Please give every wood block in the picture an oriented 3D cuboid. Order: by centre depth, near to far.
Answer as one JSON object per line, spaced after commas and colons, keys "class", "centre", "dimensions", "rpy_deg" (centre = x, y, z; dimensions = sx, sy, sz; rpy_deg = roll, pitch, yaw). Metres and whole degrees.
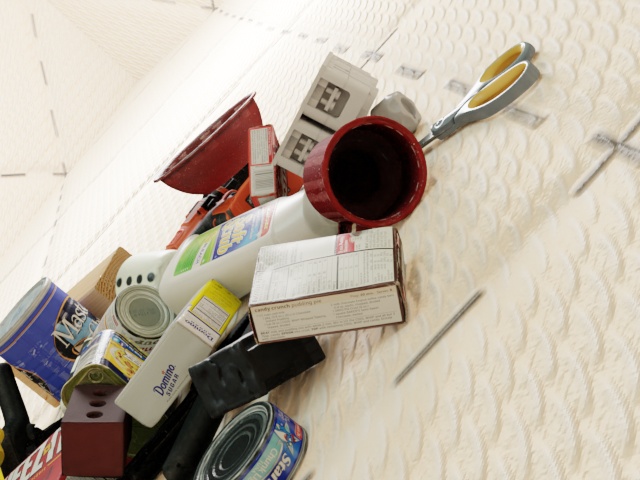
{"class": "wood block", "centre": [-0.290, 0.110, 1.330], "dimensions": [0.206, 0.090, 0.090], "rpy_deg": [-37, 20, 33]}

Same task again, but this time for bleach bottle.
{"class": "bleach bottle", "centre": [-0.057, 0.001, 1.056], "dimensions": [0.251, 0.068, 0.102], "rpy_deg": [-28, 26, 42]}

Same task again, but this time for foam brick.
{"class": "foam brick", "centre": [-0.191, 0.163, 0.916], "dimensions": [0.078, 0.053, 0.051], "rpy_deg": [-106, 19, -73]}

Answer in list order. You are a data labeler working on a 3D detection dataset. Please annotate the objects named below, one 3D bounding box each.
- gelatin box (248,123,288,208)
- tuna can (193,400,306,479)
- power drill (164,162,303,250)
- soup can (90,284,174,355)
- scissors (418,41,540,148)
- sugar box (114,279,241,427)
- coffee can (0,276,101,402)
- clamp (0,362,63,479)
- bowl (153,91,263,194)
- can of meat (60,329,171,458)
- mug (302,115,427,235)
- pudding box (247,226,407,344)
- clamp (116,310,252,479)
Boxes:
{"class": "gelatin box", "centre": [-0.053, -0.065, 1.117], "dimensions": [0.030, 0.073, 0.089], "rpy_deg": [-8, 59, 7]}
{"class": "tuna can", "centre": [-0.051, 0.156, 0.753], "dimensions": [0.086, 0.033, 0.086], "rpy_deg": [-43, 18, 17]}
{"class": "power drill", "centre": [-0.091, -0.049, 1.258], "dimensions": [0.188, 0.057, 0.184], "rpy_deg": [-22, 30, 58]}
{"class": "soup can", "centre": [-0.205, 0.100, 1.146], "dimensions": [0.102, 0.068, 0.068], "rpy_deg": [-50, 11, 44]}
{"class": "scissors", "centre": [0.121, -0.116, 0.955], "dimensions": [0.202, 0.016, 0.096], "rpy_deg": [-28, 24, 47]}
{"class": "sugar box", "centre": [-0.124, 0.098, 0.964], "dimensions": [0.093, 0.048, 0.176], "rpy_deg": [-52, 5, 11]}
{"class": "coffee can", "centre": [-0.291, 0.124, 1.216], "dimensions": [0.103, 0.140, 0.103], "rpy_deg": [-43, 18, 17]}
{"class": "clamp", "centre": [-0.328, 0.211, 1.173], "dimensions": [0.039, 0.120, 0.171], "rpy_deg": [-38, 23, 9]}
{"class": "bowl", "centre": [-0.120, -0.104, 1.259], "dimensions": [0.162, 0.055, 0.162], "rpy_deg": [-39, 13, 10]}
{"class": "can of meat", "centre": [-0.185, 0.140, 0.998], "dimensions": [0.057, 0.102, 0.084], "rpy_deg": [-43, 16, 14]}
{"class": "mug", "centre": [0.033, -0.044, 0.916], "dimensions": [0.082, 0.093, 0.117], "rpy_deg": [177, 96, -73]}
{"class": "pudding box", "centre": [0.006, 0.032, 0.789], "dimensions": [0.113, 0.039, 0.090], "rpy_deg": [-11, 28, 9]}
{"class": "clamp", "centre": [-0.087, 0.127, 0.888], "dimensions": [0.209, 0.036, 0.165], "rpy_deg": [-53, 11, -19]}
